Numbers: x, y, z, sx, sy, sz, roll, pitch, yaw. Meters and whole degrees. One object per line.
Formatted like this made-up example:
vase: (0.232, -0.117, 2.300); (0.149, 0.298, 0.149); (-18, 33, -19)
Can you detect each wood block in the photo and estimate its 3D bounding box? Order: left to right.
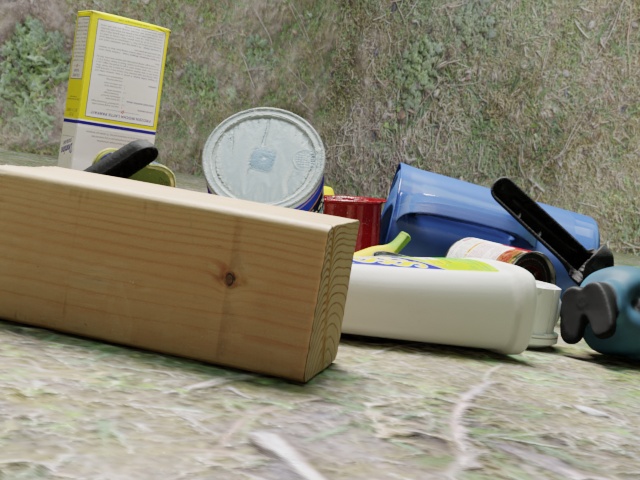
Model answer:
wood block: (-0.091, 0.015, 0.643); (0.206, 0.091, 0.090); (11, 6, 12)

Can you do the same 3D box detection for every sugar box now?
sugar box: (-0.217, -0.143, 1.116); (0.093, 0.176, 0.048); (7, 7, -36)

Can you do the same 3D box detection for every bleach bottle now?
bleach bottle: (0.026, 0.040, 0.779); (0.250, 0.068, 0.103); (5, 6, -23)

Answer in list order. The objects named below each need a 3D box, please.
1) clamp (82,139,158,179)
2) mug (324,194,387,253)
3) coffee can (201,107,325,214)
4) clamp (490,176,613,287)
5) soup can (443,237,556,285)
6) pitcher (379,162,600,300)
clamp: (-0.203, -0.027, 0.840); (0.172, 0.120, 0.039); (8, -21, 19)
mug: (0.015, -0.007, 1.171); (0.117, 0.081, 0.093); (-1, 7, -40)
coffee can: (-0.047, -0.036, 0.942); (0.103, 0.102, 0.140); (10, -27, 5)
clamp: (0.252, 0.022, 1.026); (0.209, 0.036, 0.165); (40, 5, -45)
soup can: (0.179, 0.037, 1.087); (0.068, 0.068, 0.102); (6, 5, -33)
pitcher: (0.188, -0.001, 1.210); (0.243, 0.145, 0.149); (12, 31, -1)
